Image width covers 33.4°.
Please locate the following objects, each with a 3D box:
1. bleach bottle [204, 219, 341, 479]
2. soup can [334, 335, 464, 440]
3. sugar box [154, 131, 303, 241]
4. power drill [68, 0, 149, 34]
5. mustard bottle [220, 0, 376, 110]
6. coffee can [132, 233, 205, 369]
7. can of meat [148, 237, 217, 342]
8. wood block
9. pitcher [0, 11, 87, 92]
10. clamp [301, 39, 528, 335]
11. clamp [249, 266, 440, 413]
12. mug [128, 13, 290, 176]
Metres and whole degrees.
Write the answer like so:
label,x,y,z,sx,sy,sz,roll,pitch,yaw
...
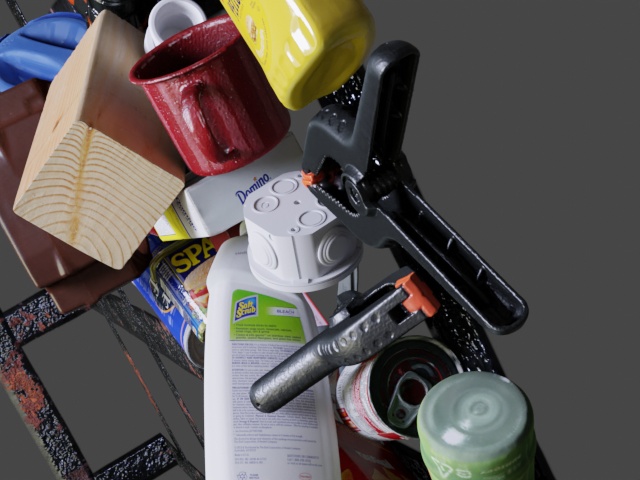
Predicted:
label,x,y,z,sx,sy,sz,roll,pitch,yaw
bleach bottle,-0.035,0.092,0.798,0.068,0.102,0.251,119,152,-57
soup can,0.053,0.105,0.744,0.068,0.068,0.102,59,163,4
sugar box,-0.077,-0.038,0.834,0.048,0.093,0.176,63,163,-11
power drill,-0.215,-0.243,0.951,0.188,0.057,0.184,55,162,16
mustard bottle,-0.044,-0.171,0.587,0.191,0.058,0.096,58,165,7
coffee can,-0.122,0.050,1.086,0.140,0.102,0.103,45,157,41
can of meat,-0.092,0.034,0.981,0.084,0.102,0.057,51,161,20
wood block,-0.162,-0.085,0.821,0.090,0.091,0.206,31,-155,-22
pitcher,-0.266,-0.117,1.190,0.243,0.145,0.149,75,-160,-50
clamp,0.040,-0.026,0.619,0.164,0.036,0.210,64,165,-9
clamp,0.028,0.053,0.712,0.039,0.120,0.172,46,139,-11
mug,-0.071,-0.092,0.722,0.117,0.093,0.081,-92,-22,-61
